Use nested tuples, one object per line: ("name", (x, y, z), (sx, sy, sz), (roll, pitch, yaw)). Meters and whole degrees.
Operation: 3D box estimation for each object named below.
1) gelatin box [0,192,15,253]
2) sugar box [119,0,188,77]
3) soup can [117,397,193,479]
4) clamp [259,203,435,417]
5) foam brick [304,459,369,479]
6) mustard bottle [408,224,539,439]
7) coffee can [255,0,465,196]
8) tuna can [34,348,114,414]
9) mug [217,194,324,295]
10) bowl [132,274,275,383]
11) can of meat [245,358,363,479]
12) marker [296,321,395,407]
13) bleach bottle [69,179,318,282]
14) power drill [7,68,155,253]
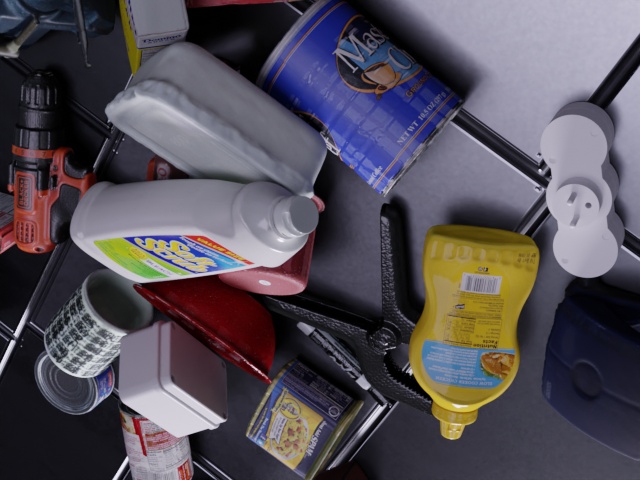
("gelatin box", (-0.348, -0.023, 1.114), (0.089, 0.073, 0.030), (17, 120, 16))
("sugar box", (-0.140, -0.193, 0.874), (0.048, 0.176, 0.093), (-10, 89, -8))
("soup can", (-0.175, 0.212, 1.145), (0.069, 0.068, 0.102), (4, 115, 23))
("clamp", (0.051, 0.085, 0.995), (0.165, 0.036, 0.210), (-27, 102, 26))
("foam brick", (0.012, 0.269, 1.093), (0.078, 0.051, 0.053), (-31, 97, 33))
("mustard bottle", (0.127, 0.085, 0.930), (0.096, 0.058, 0.192), (6, 108, -2))
("coffee can", (0.032, -0.119, 0.873), (0.140, 0.102, 0.103), (41, 123, 3))
("tuna can", (-0.273, 0.149, 1.182), (0.086, 0.033, 0.086), (10, 117, 21))
("mug", (-0.056, 0.001, 0.962), (0.117, 0.093, 0.081), (-6, 68, 40))
("bowl", (-0.099, 0.070, 1.022), (0.162, 0.162, 0.055), (34, 78, 8))
("can of meat", (-0.018, 0.179, 1.063), (0.084, 0.057, 0.102), (34, 122, 10))
("marker", (0.026, 0.117, 1.036), (0.121, 0.020, 0.020), (44, 123, 1))
("bleach bottle", (-0.099, -0.014, 0.869), (0.102, 0.068, 0.251), (38, 152, -32))
("power drill", (-0.217, -0.065, 1.040), (0.188, 0.057, 0.184), (13, 109, 20))
